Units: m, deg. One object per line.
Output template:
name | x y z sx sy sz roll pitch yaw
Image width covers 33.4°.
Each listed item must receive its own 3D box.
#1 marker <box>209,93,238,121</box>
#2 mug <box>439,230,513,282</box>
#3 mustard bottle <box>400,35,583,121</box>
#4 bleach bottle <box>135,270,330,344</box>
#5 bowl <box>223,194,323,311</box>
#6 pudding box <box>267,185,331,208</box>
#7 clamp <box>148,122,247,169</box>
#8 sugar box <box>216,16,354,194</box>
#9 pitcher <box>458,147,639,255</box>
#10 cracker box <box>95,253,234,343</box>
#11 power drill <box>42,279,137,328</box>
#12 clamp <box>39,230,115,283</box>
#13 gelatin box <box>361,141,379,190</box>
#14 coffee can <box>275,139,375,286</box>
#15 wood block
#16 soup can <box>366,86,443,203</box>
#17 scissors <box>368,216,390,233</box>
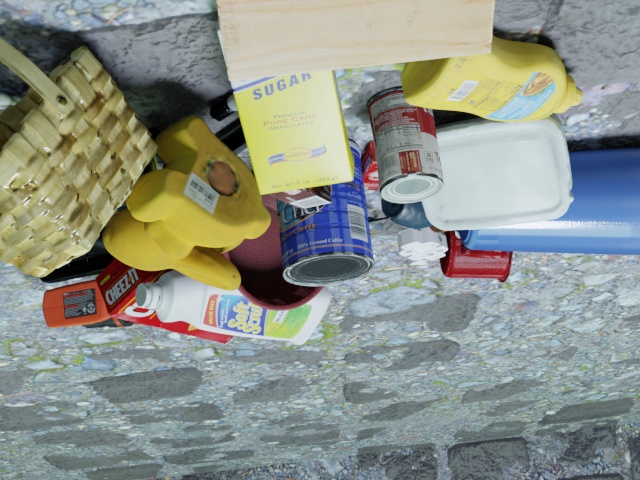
marker | -0.064 -0.146 1.049 0.121 0.020 0.020 -22 153 35
mug | 0.206 0.011 1.411 0.081 0.093 0.117 1 -172 -6
mustard bottle | 0.180 -0.156 1.039 0.191 0.058 0.096 7 148 -30
bleach bottle | -0.113 0.078 1.318 0.250 0.068 0.103 5 131 -37
bowl | -0.058 0.002 1.272 0.161 0.162 0.055 9 177 -34
pudding box | -0.031 -0.085 1.091 0.039 0.090 0.113 -15 167 16
clamp | -0.140 -0.086 1.151 0.120 0.039 0.172 2 157 -19
sugar box | -0.029 -0.129 0.959 0.093 0.048 0.176 -9 129 6
pitcher | 0.287 -0.044 1.275 0.242 0.145 0.149 -1 137 -4
cracker box | -0.151 0.047 1.372 0.164 0.072 0.213 -42 145 22
power drill | -0.302 0.092 1.492 0.185 0.057 0.187 -12 172 22
clamp | -0.250 0.015 1.376 0.209 0.036 0.165 -1 158 -19
gelatin box | 0.091 -0.085 1.231 0.089 0.030 0.073 -1 158 -14
coffee can | 0.002 -0.031 1.189 0.103 0.140 0.103 -6 160 -2
wood block | 0.024 -0.195 0.828 0.206 0.091 0.090 -6 139 -1
soup can | 0.087 -0.098 1.100 0.068 0.102 0.068 -6 158 -2
scissors | 0.039 -0.022 1.318 0.096 0.016 0.201 2 177 4
